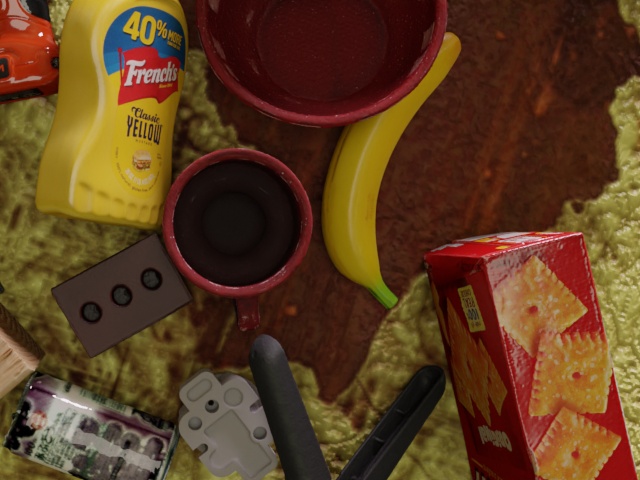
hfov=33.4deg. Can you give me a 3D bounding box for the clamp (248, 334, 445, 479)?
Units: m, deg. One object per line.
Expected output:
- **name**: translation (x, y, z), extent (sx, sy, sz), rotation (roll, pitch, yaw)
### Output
- **clamp**: translation (0.015, 0.168, 0.700), extent (0.164, 0.036, 0.210), rotation (6, 88, -38)

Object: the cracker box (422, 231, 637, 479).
- **cracker box**: translation (0.132, 0.103, 0.685), extent (0.072, 0.164, 0.214), rotation (-12, 92, -7)

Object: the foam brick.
- **foam brick**: translation (-0.130, 0.035, 0.702), extent (0.078, 0.051, 0.053), rotation (-30, 94, -7)

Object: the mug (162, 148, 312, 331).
- **mug**: translation (-0.055, 0.001, 0.697), extent (0.093, 0.081, 0.117), rotation (-11, 92, -8)

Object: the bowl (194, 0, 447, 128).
- **bowl**: translation (0.001, -0.143, 0.706), extent (0.162, 0.055, 0.162), rotation (0, 78, 1)

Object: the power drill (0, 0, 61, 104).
- **power drill**: translation (-0.243, -0.177, 0.680), extent (0.184, 0.057, 0.187), rotation (-10, 93, -2)

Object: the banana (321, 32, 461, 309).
- **banana**: translation (0.041, -0.056, 0.736), extent (0.069, 0.037, 0.198), rotation (15, 90, -26)

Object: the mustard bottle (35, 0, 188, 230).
- **mustard bottle**: translation (-0.126, -0.106, 0.682), extent (0.058, 0.096, 0.191), rotation (7, 88, 32)
